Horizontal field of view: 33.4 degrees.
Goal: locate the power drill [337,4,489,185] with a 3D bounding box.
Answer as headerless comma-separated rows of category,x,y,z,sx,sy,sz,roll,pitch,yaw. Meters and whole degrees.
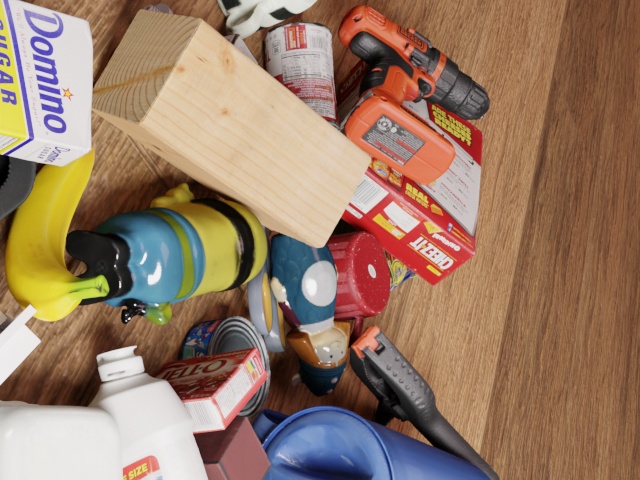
power drill,0.094,-0.138,1.057,0.184,0.057,0.187,29,35,-16

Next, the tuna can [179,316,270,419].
tuna can,-0.079,0.107,0.880,0.086,0.034,0.086,26,59,-55

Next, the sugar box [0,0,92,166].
sugar box,-0.222,-0.107,0.639,0.175,0.048,0.093,8,73,-38

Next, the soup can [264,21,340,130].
soup can,-0.018,-0.152,1.032,0.068,0.069,0.102,14,69,-58

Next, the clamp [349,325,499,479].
clamp,0.088,0.158,1.011,0.036,0.165,0.210,-46,139,-17

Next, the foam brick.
foam brick,-0.087,0.170,0.802,0.053,0.078,0.051,67,32,-26

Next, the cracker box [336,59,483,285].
cracker box,0.085,-0.080,1.104,0.164,0.072,0.213,35,36,-18

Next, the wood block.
wood block,-0.068,-0.085,0.847,0.205,0.091,0.090,35,82,-41

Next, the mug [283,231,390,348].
mug,0.014,0.048,1.010,0.093,0.082,0.117,27,58,-54

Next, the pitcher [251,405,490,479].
pitcher,0.051,0.215,0.891,0.242,0.145,0.149,28,51,-53

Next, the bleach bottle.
bleach bottle,-0.118,0.200,0.737,0.068,0.103,0.251,-4,78,-65

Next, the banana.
banana,-0.173,-0.003,0.697,0.198,0.069,0.037,-114,-177,-55

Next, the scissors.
scissors,-0.056,0.001,0.948,0.096,0.016,0.202,3,78,-82

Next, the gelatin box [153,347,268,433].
gelatin box,-0.094,0.113,0.795,0.073,0.089,0.030,-45,119,-55
